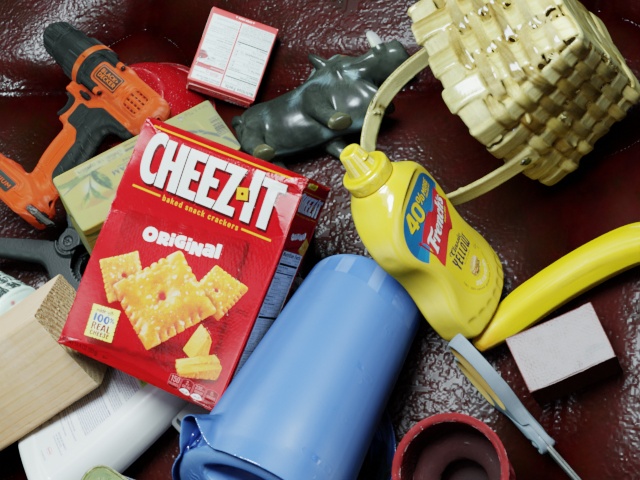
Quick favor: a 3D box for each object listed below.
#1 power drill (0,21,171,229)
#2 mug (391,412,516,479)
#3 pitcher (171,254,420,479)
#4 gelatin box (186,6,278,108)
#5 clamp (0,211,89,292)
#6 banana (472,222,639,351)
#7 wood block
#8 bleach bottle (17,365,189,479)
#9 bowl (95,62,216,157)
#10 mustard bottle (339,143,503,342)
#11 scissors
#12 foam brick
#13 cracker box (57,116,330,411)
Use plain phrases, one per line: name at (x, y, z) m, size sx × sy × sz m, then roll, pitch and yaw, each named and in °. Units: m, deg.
power drill at (-0.268, -0.119, 1.084) m, size 0.185 × 0.057 × 0.187 m, roll 40°, pitch 85°, yaw 27°
mug at (0.103, 0.200, 0.862) m, size 0.117 × 0.081 × 0.093 m, roll -34°, pitch 61°, yaw 5°
pitcher at (-0.001, 0.134, 0.873) m, size 0.145 × 0.149 × 0.242 m, roll 18°, pitch 48°, yaw 17°
gelatin box at (-0.092, -0.189, 1.115) m, size 0.073 × 0.030 × 0.089 m, roll 18°, pitch 75°, yaw -4°
clamp at (-0.248, -0.005, 1.090) m, size 0.210 × 0.036 × 0.164 m, roll 35°, pitch 86°, yaw 21°
banana at (0.215, 0.032, 0.901) m, size 0.198 × 0.069 × 0.037 m, roll -31°, pitch 91°, yaw 19°
wood block at (-0.304, 0.135, 1.007) m, size 0.206 × 0.090 × 0.091 m, roll -34°, pitch 19°, yaw 15°
bleach bottle at (-0.161, 0.142, 0.994) m, size 0.251 × 0.068 × 0.103 m, roll -39°, pitch 42°, yaw 0°
bowl at (-0.194, -0.130, 1.131) m, size 0.162 × 0.055 × 0.162 m, roll -8°, pitch 66°, yaw 18°
mustard bottle at (0.078, -0.008, 0.881) m, size 0.058 × 0.191 × 0.096 m, roll -15°, pitch 39°, yaw 41°
scissors at (0.172, 0.156, 0.882) m, size 0.016 × 0.096 × 0.202 m, roll -40°, pitch 91°, yaw -4°
foam brick at (0.202, 0.095, 0.886) m, size 0.078 × 0.051 × 0.053 m, roll -24°, pitch 63°, yaw 10°
cracker box at (-0.110, 0.022, 0.921) m, size 0.164 × 0.072 × 0.214 m, roll 22°, pitch 91°, yaw 17°
